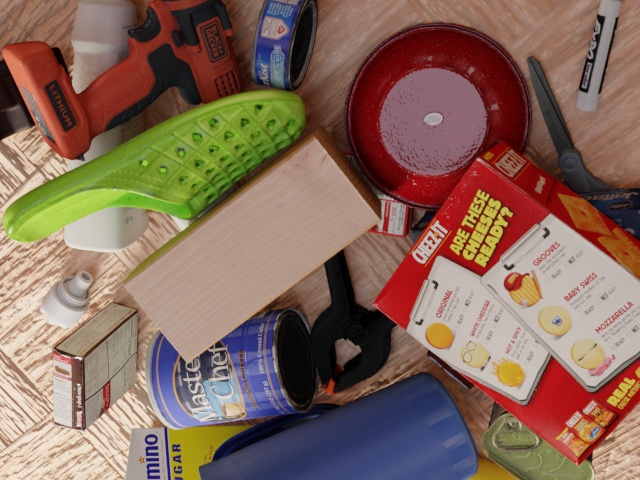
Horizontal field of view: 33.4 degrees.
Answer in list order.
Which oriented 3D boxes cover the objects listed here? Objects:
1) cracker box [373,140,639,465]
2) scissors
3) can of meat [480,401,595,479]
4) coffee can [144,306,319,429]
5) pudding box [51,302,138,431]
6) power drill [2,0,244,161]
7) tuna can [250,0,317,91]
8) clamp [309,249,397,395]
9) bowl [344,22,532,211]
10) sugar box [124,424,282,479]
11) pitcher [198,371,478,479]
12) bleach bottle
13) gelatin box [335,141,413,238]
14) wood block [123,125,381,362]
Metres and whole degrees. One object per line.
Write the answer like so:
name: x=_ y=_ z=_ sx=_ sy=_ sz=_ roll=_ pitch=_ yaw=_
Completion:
cracker box: x=0.176 y=0.049 z=0.856 sx=0.214 sy=0.072 sz=0.164 roll=38 pitch=120 yaw=9
scissors: x=0.233 y=-0.062 z=0.907 sx=0.096 sy=0.016 sz=0.202 roll=-2 pitch=113 yaw=21
can of meat: x=0.203 y=0.179 z=0.983 sx=0.102 sy=0.083 sz=0.058 roll=35 pitch=118 yaw=0
coffee can: x=-0.085 y=0.125 z=1.040 sx=0.140 sy=0.102 sz=0.103 roll=-11 pitch=109 yaw=21
pudding box: x=-0.226 y=0.127 z=1.079 sx=0.039 sy=0.113 sz=0.090 roll=11 pitch=115 yaw=15
power drill: x=-0.162 y=-0.165 z=0.887 sx=0.057 sy=0.187 sz=0.184 roll=32 pitch=146 yaw=52
tuna can: x=-0.030 y=-0.170 z=0.904 sx=0.034 sy=0.086 sz=0.086 roll=14 pitch=116 yaw=9
clamp: x=0.029 y=0.071 z=1.017 sx=0.120 sy=0.039 sz=0.172 roll=33 pitch=118 yaw=3
bowl: x=0.096 y=-0.101 z=0.892 sx=0.162 sy=0.055 sz=0.162 roll=2 pitch=100 yaw=10
sugar box: x=-0.117 y=0.241 z=1.107 sx=0.176 sy=0.093 sz=0.048 roll=-5 pitch=155 yaw=17
pitcher: x=0.014 y=0.214 z=0.998 sx=0.242 sy=0.145 sz=0.149 roll=-25 pitch=78 yaw=-7
bleach bottle: x=-0.195 y=-0.122 z=0.981 sx=0.068 sy=0.102 sz=0.251 roll=7 pitch=108 yaw=5
gelatin box: x=0.042 y=-0.047 z=0.967 sx=0.089 sy=0.030 sz=0.073 roll=10 pitch=114 yaw=12
wood block: x=-0.056 y=0.001 z=0.921 sx=0.206 sy=0.090 sz=0.091 roll=-37 pitch=98 yaw=10
